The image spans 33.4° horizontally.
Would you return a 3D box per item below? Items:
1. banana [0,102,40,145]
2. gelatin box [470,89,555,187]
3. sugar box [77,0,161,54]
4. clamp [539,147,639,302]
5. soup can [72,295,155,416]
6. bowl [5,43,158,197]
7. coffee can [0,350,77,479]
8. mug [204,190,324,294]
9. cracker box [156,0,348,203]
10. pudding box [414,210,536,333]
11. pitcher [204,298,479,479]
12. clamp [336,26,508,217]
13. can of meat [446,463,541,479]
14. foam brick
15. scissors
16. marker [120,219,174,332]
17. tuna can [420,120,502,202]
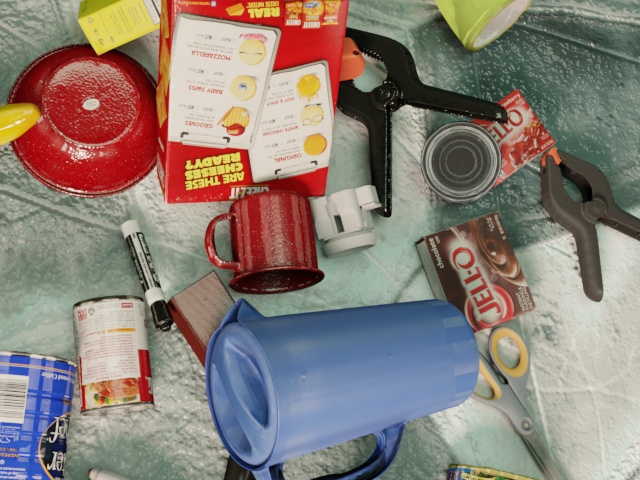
[{"bbox_3d":[-0.362,-0.110,0.991,0.197,0.070,0.037,9,42,-9],"label":"banana"},{"bbox_3d":[0.199,-0.110,1.161,0.089,0.030,0.073,-34,87,-20],"label":"gelatin box"},{"bbox_3d":[-0.147,-0.242,1.036,0.176,0.093,0.048,-27,116,1],"label":"sugar box"},{"bbox_3d":[0.290,-0.020,1.159,0.120,0.039,0.171,-41,83,-24],"label":"clamp"},{"bbox_3d":[-0.191,0.107,0.983,0.068,0.069,0.102,-4,77,-16],"label":"soup can"},{"bbox_3d":[-0.224,-0.126,1.038,0.162,0.055,0.162,3,76,-14],"label":"bowl"},{"bbox_3d":[-0.270,0.172,0.927,0.102,0.103,0.140,7,75,-14],"label":"coffee can"},{"bbox_3d":[-0.057,0.001,1.032,0.117,0.093,0.081,1,72,-25],"label":"mug"},{"bbox_3d":[-0.070,-0.145,1.012,0.164,0.214,0.072,-3,34,-16],"label":"cracker box"},{"bbox_3d":[0.160,0.037,1.110,0.090,0.039,0.113,-19,82,-18],"label":"pudding box"},{"bbox_3d":[0.027,0.133,0.987,0.242,0.149,0.145,-7,35,-32],"label":"pitcher"},{"bbox_3d":[0.082,-0.149,1.106,0.164,0.036,0.210,-32,72,8],"label":"clamp"},{"bbox_3d":[0.168,0.270,1.047,0.102,0.057,0.084,16,70,-12],"label":"can of meat"},{"bbox_3d":[-0.105,0.077,1.021,0.051,0.053,0.078,-32,87,-20],"label":"foam brick"},{"bbox_3d":[0.217,0.172,1.105,0.202,0.016,0.096,45,70,-1],"label":"scissors"},{"bbox_3d":[-0.164,0.034,1.013,0.020,0.020,0.121,-15,61,-18],"label":"marker"},{"bbox_3d":[0.147,-0.082,1.119,0.086,0.033,0.086,0,92,8],"label":"tuna can"}]
